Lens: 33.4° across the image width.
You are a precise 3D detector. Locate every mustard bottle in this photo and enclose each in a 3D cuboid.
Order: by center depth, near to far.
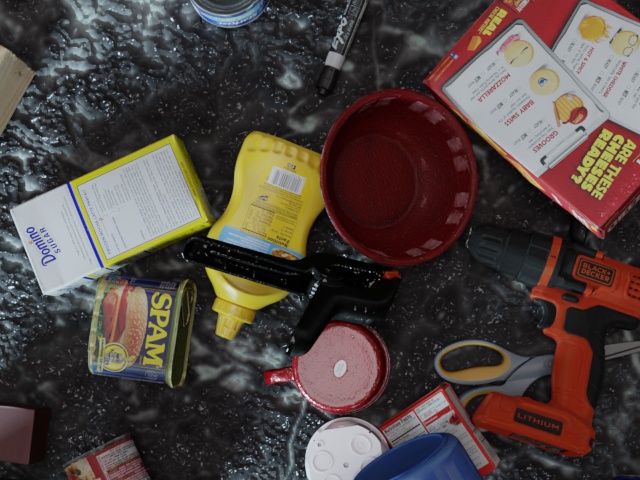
[{"bbox_3d":[-0.057,0.001,1.005,0.096,0.058,0.191,21,86,-10],"label":"mustard bottle"}]

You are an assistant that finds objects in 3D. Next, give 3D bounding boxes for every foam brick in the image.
[{"bbox_3d":[-0.302,0.180,1.010,0.078,0.051,0.053,6,83,5],"label":"foam brick"}]

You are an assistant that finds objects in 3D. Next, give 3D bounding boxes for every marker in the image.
[{"bbox_3d":[0.023,-0.198,1.041,0.020,0.020,0.121,21,86,6],"label":"marker"}]

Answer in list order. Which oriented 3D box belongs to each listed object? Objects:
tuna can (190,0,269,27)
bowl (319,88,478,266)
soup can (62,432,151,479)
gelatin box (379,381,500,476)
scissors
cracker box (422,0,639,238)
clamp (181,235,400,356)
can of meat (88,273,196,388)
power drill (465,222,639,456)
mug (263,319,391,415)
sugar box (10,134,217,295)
[{"bbox_3d":[-0.091,-0.255,1.049,0.086,0.033,0.086,-1,84,5],"label":"tuna can"},{"bbox_3d":[0.063,-0.057,0.986,0.161,0.055,0.162,1,88,-24],"label":"bowl"},{"bbox_3d":[-0.185,0.239,0.986,0.068,0.068,0.102,-27,83,1],"label":"soup can"},{"bbox_3d":[0.109,0.187,0.979,0.073,0.030,0.089,-37,81,17],"label":"gelatin box"},{"bbox_3d":[0.205,0.134,0.992,0.202,0.016,0.096,3,86,5],"label":"scissors"},{"bbox_3d":[0.227,-0.132,0.963,0.214,0.072,0.164,44,97,20],"label":"cracker box"},{"bbox_3d":[-0.011,0.038,0.944,0.165,0.209,0.036,36,115,31],"label":"clamp"},{"bbox_3d":[-0.168,0.083,1.008,0.084,0.057,0.102,6,84,8],"label":"can of meat"},{"bbox_3d":[0.199,0.087,0.961,0.184,0.057,0.187,18,77,8],"label":"power drill"},{"bbox_3d":[0.006,0.116,0.976,0.117,0.081,0.093,-7,83,4],"label":"mug"},{"bbox_3d":[-0.198,-0.023,1.028,0.176,0.048,0.093,-24,83,5],"label":"sugar box"}]
